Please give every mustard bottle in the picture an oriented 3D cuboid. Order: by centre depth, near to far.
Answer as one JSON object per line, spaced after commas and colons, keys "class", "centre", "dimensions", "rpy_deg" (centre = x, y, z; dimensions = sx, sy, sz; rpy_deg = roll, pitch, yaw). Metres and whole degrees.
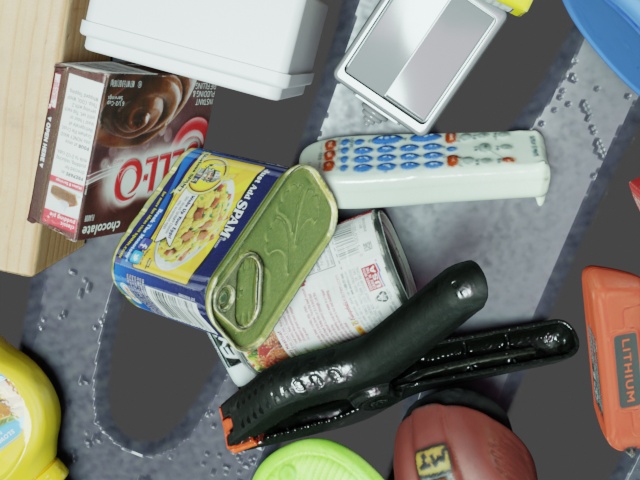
{"class": "mustard bottle", "centre": [-0.220, 0.100, 0.666], "dimensions": [0.096, 0.058, 0.191], "rpy_deg": [-36, 95, 11]}

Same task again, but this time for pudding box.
{"class": "pudding box", "centre": [-0.106, -0.052, 0.591], "dimensions": [0.039, 0.113, 0.090], "rpy_deg": [19, 105, 24]}

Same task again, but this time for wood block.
{"class": "wood block", "centre": [-0.175, -0.096, 0.602], "dimensions": [0.090, 0.090, 0.206], "rpy_deg": [12, 103, 5]}

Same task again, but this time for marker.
{"class": "marker", "centre": [-0.059, 0.058, 0.656], "dimensions": [0.020, 0.020, 0.121], "rpy_deg": [-25, 97, 12]}

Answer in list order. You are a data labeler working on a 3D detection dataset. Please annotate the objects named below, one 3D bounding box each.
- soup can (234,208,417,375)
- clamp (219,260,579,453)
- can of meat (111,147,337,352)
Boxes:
{"class": "soup can", "centre": [-0.001, 0.029, 0.617], "dimensions": [0.102, 0.068, 0.068], "rpy_deg": [-21, 99, 11]}
{"class": "clamp", "centre": [0.029, 0.070, 0.591], "dimensions": [0.210, 0.164, 0.036], "rpy_deg": [-21, 64, 16]}
{"class": "can of meat", "centre": [-0.054, 0.001, 0.580], "dimensions": [0.084, 0.057, 0.102], "rpy_deg": [15, 62, 37]}
